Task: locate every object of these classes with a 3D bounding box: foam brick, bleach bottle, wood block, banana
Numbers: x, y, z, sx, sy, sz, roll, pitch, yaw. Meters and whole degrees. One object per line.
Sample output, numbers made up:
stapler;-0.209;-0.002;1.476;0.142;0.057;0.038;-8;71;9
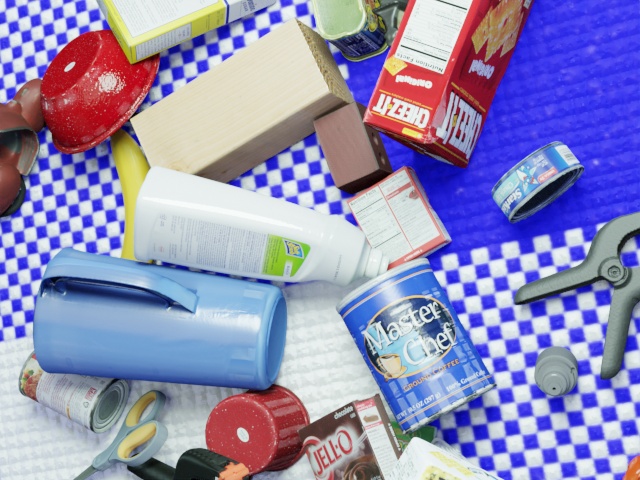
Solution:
foam brick;0.034;-0.094;1.090;0.051;0.053;0.078;-23;80;17
bleach bottle;-0.057;0.001;1.064;0.251;0.103;0.068;14;47;2
wood block;-0.079;-0.133;1.114;0.206;0.090;0.091;-29;77;17
banana;-0.211;-0.026;1.183;0.070;0.037;0.198;4;88;18

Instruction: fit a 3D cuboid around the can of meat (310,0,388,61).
can of meat;0.026;-0.242;1.085;0.057;0.083;0.102;-16;81;18

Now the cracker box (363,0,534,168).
cracker box;0.132;-0.185;1.002;0.072;0.164;0.214;23;94;22

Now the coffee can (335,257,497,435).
coffee can;0.092;0.102;1.030;0.103;0.102;0.140;-32;77;15

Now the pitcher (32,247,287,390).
pitcher;-0.163;0.081;1.091;0.243;0.149;0.145;6;104;10

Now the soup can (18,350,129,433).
soup can;-0.271;0.162;1.177;0.102;0.068;0.068;23;94;19

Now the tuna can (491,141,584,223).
tuna can;0.204;-0.055;1.008;0.086;0.086;0.034;-38;74;14

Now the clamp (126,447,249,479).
clamp;-0.133;0.259;1.089;0.165;0.036;0.210;55;141;18

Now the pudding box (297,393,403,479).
pudding box;0.032;0.208;1.037;0.114;0.039;0.090;-38;70;49

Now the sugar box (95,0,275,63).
sugar box;-0.141;-0.264;1.128;0.176;0.048;0.093;-25;75;-17

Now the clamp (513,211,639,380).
clamp;0.280;0.043;1.000;0.171;0.039;0.120;-43;76;12

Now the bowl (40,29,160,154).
bowl;-0.251;-0.174;1.155;0.162;0.055;0.162;-25;45;27

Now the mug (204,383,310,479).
mug;-0.071;0.207;1.094;0.093;0.081;0.117;25;95;19

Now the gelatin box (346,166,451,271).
gelatin box;0.079;-0.020;1.082;0.073;0.030;0.089;-31;77;17

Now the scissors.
scissors;-0.231;0.225;1.180;0.202;0.016;0.096;-27;38;38
